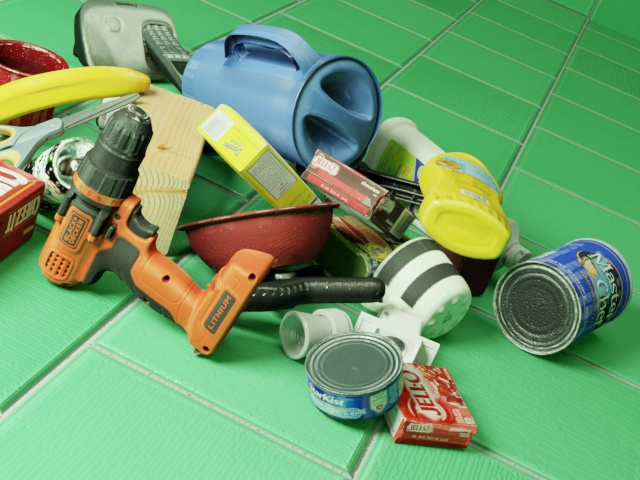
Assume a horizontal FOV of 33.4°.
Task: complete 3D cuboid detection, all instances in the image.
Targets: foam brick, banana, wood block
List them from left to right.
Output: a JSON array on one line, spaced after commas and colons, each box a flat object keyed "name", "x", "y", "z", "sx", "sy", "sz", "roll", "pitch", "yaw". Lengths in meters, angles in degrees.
[{"name": "banana", "x": -0.278, "y": -0.155, "z": 1.124, "sx": 0.197, "sy": 0.037, "sz": 0.070, "roll": -15, "pitch": -5, "yaw": -6}, {"name": "wood block", "x": -0.177, "y": -0.081, "z": 1.130, "sx": 0.090, "sy": 0.090, "sz": 0.206, "roll": 19, "pitch": 26, "yaw": -7}, {"name": "foam brick", "x": 0.166, "y": 0.017, "z": 1.210, "sx": 0.052, "sy": 0.078, "sz": 0.051, "roll": 3, "pitch": 29, "yaw": -32}]

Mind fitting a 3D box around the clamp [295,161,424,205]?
[{"name": "clamp", "x": 0.025, "y": -0.077, "z": 1.281, "sx": 0.164, "sy": 0.036, "sz": 0.210, "roll": -2, "pitch": 21, "yaw": -40}]

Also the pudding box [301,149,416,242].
[{"name": "pudding box", "x": 0.041, "y": -0.045, "z": 1.100, "sx": 0.090, "sy": 0.039, "sz": 0.113, "roll": 34, "pitch": -1, "yaw": 24}]

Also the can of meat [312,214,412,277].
[{"name": "can of meat", "x": 0.044, "y": 0.013, "z": 1.152, "sx": 0.083, "sy": 0.057, "sz": 0.102, "roll": -10, "pitch": 40, "yaw": -43}]

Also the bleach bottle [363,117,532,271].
[{"name": "bleach bottle", "x": 0.159, "y": -0.048, "z": 1.297, "sx": 0.067, "sy": 0.103, "sz": 0.251, "roll": -2, "pitch": 34, "yaw": -47}]

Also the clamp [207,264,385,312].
[{"name": "clamp", "x": -0.036, "y": 0.046, "z": 1.037, "sx": 0.171, "sy": 0.039, "sz": 0.120, "roll": -1, "pitch": 1, "yaw": -25}]

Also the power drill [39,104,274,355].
[{"name": "power drill", "x": -0.137, "y": -0.002, "z": 0.926, "sx": 0.187, "sy": 0.185, "sz": 0.057, "roll": 33, "pitch": 28, "yaw": 2}]

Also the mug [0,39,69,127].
[{"name": "mug", "x": -0.330, "y": -0.170, "z": 1.192, "sx": 0.093, "sy": 0.082, "sz": 0.117, "roll": 25, "pitch": 27, "yaw": 7}]

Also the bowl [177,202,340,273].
[{"name": "bowl", "x": -0.057, "y": 0.001, "z": 1.049, "sx": 0.162, "sy": 0.055, "sz": 0.162, "roll": -8, "pitch": -2, "yaw": 0}]

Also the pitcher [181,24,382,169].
[{"name": "pitcher", "x": -0.058, "y": -0.173, "z": 1.239, "sx": 0.144, "sy": 0.149, "sz": 0.243, "roll": 0, "pitch": 15, "yaw": -43}]

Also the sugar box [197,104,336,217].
[{"name": "sugar box", "x": -0.053, "y": -0.068, "z": 1.150, "sx": 0.093, "sy": 0.048, "sz": 0.176, "roll": 45, "pitch": -2, "yaw": 39}]

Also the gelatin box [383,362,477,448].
[{"name": "gelatin box", "x": 0.092, "y": 0.147, "z": 0.963, "sx": 0.073, "sy": 0.030, "sz": 0.089, "roll": 10, "pitch": 28, "yaw": -20}]

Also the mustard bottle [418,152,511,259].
[{"name": "mustard bottle", "x": 0.155, "y": -0.051, "z": 1.175, "sx": 0.096, "sy": 0.058, "sz": 0.191, "roll": 22, "pitch": 26, "yaw": -6}]

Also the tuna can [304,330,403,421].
[{"name": "tuna can", "x": 0.030, "y": 0.118, "z": 0.935, "sx": 0.086, "sy": 0.034, "sz": 0.086, "roll": -4, "pitch": 33, "yaw": 2}]

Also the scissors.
[{"name": "scissors", "x": -0.277, "y": -0.100, "z": 1.088, "sx": 0.201, "sy": 0.016, "sz": 0.096, "roll": -13, "pitch": 49, "yaw": -9}]

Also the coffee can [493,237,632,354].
[{"name": "coffee can", "x": 0.269, "y": 0.059, "z": 1.178, "sx": 0.103, "sy": 0.103, "sz": 0.140, "roll": 36, "pitch": 30, "yaw": 27}]
